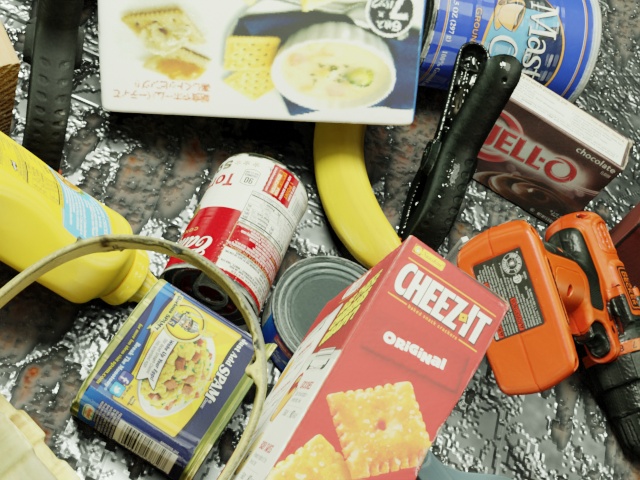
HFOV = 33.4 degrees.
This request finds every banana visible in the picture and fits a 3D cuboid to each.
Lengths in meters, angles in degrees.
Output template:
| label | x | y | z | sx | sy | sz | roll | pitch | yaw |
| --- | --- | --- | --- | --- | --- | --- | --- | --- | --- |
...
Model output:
| label | x | y | z | sx | sy | sz | roll | pitch | yaw |
| --- | --- | --- | --- | --- | --- | --- | --- | --- | --- |
| banana | 0.027 | -0.056 | 0.769 | 0.037 | 0.070 | 0.198 | 43 | 40 | -51 |

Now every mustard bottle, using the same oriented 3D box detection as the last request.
| label | x | y | z | sx | sy | sz | roll | pitch | yaw |
| --- | --- | --- | --- | --- | --- | --- | --- | --- | --- |
| mustard bottle | -0.169 | -0.014 | 0.633 | 0.191 | 0.058 | 0.096 | 38 | 10 | -37 |

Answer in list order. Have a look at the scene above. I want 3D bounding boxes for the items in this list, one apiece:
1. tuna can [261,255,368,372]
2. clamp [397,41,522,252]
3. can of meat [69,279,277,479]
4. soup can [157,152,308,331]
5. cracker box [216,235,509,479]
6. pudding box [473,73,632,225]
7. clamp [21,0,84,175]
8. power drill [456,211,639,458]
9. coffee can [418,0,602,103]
| label | x | y | z | sx | sy | sz | roll | pitch | yaw |
| --- | --- | --- | --- | --- | --- | --- | --- | --- | --- |
| tuna can | 0.004 | 0.055 | 0.709 | 0.086 | 0.034 | 0.086 | 10 | 58 | -16 |
| clamp | 0.093 | -0.059 | 0.741 | 0.039 | 0.120 | 0.171 | 17 | 94 | -2 |
| can of meat | -0.088 | 0.085 | 0.643 | 0.084 | 0.058 | 0.102 | 32 | 55 | 1 |
| soup can | -0.055 | 0.001 | 0.698 | 0.068 | 0.069 | 0.102 | 27 | 55 | -4 |
| cracker box | -0.002 | 0.119 | 0.561 | 0.072 | 0.164 | 0.213 | 34 | 70 | -4 |
| pudding box | 0.163 | -0.069 | 0.808 | 0.113 | 0.090 | 0.039 | 30 | 54 | -3 |
| clamp | -0.164 | -0.125 | 0.660 | 0.036 | 0.165 | 0.210 | 6 | 103 | -17 |
| power drill | 0.170 | 0.062 | 0.710 | 0.187 | 0.057 | 0.184 | 10 | 58 | -56 |
| coffee can | 0.135 | -0.164 | 0.846 | 0.140 | 0.103 | 0.103 | 7 | 59 | -17 |
